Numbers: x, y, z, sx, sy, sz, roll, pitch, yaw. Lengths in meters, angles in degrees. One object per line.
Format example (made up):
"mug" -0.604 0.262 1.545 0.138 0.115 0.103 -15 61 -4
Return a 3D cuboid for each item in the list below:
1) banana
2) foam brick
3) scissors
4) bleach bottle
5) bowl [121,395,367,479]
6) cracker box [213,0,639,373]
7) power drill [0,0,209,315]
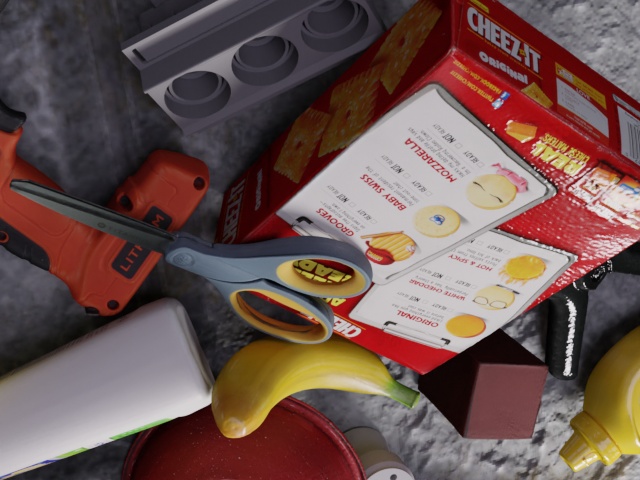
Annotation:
"banana" -0.011 0.081 0.637 0.197 0.070 0.037 2 110 -55
"foam brick" 0.105 0.090 0.699 0.051 0.078 0.053 6 105 -19
"scissors" -0.054 0.001 0.565 0.096 0.016 0.201 -29 132 32
"bleach bottle" -0.187 0.109 0.606 0.250 0.102 0.068 -23 87 -4
"bowl" -0.050 0.174 0.655 0.162 0.055 0.162 1 106 4
"cracker box" 0.064 -0.024 0.593 0.164 0.072 0.214 28 136 -24
"power drill" -0.156 -0.058 0.576 0.187 0.057 0.184 33 98 -22
